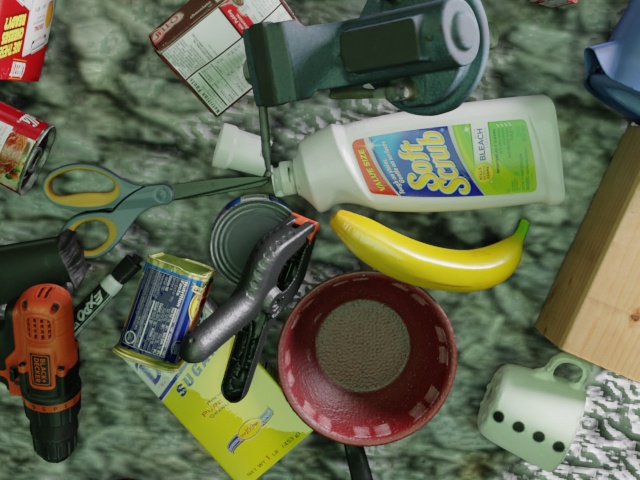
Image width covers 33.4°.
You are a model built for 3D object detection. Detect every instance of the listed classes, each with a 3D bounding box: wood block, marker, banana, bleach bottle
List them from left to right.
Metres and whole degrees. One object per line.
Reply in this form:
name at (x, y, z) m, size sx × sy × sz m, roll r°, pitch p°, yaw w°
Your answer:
marker at (-0.208, 0.058, 0.976) m, size 0.020 × 0.020 × 0.121 m, roll 44°, pitch 95°, yaw -7°
bleach bottle at (0.083, -0.064, 0.947) m, size 0.251 × 0.068 × 0.102 m, roll -9°, pitch 101°, yaw 2°
banana at (0.101, 0.012, 0.939) m, size 0.197 × 0.037 × 0.069 m, roll 3°, pitch 58°, yaw -23°
wood block at (0.282, 0.010, 0.948) m, size 0.090 × 0.090 × 0.206 m, roll 23°, pitch 96°, yaw -6°

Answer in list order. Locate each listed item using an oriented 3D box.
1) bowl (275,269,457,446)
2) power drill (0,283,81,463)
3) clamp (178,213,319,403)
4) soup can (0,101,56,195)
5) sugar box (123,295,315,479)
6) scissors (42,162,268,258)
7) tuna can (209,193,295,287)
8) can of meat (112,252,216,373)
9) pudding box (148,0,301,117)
bowl at (0.040, 0.102, 0.971) m, size 0.162 × 0.055 × 0.162 m, roll 0°, pitch 98°, yaw -2°
power drill at (-0.306, 0.115, 0.950) m, size 0.187 × 0.057 × 0.184 m, roll 5°, pitch 118°, yaw 1°
clamp at (-0.053, 0.058, 0.912) m, size 0.039 × 0.120 × 0.171 m, roll 29°, pitch 66°, yaw 20°
soup can at (-0.292, -0.091, 0.928) m, size 0.102 × 0.068 × 0.068 m, roll 25°, pitch 96°, yaw -4°
sugar box at (-0.095, 0.131, 0.976) m, size 0.093 × 0.048 × 0.176 m, roll -41°, pitch 98°, yaw 4°
scissors at (-0.152, -0.024, 0.968) m, size 0.201 × 0.016 × 0.096 m, roll 7°, pitch 99°, yaw -3°
tuna can at (-0.056, 0.001, 0.960) m, size 0.086 × 0.034 × 0.086 m, roll -1°, pitch 105°, yaw -4°
can of meat at (-0.128, 0.058, 0.895) m, size 0.057 × 0.102 × 0.084 m, roll 19°, pitch 92°, yaw 0°
pudding box at (-0.077, -0.174, 0.917) m, size 0.113 × 0.039 × 0.090 m, roll -37°, pitch 135°, yaw 5°
